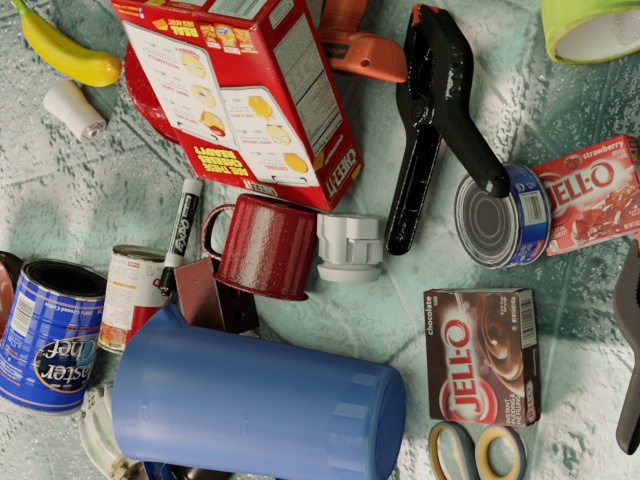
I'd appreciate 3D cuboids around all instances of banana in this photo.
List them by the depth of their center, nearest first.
[{"bbox_3d":[-0.267,-0.200,1.140,0.198,0.069,0.037,32,77,33],"label":"banana"}]

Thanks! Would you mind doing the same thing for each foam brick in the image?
[{"bbox_3d":[-0.102,0.057,1.045,0.051,0.052,0.078,-17,83,34],"label":"foam brick"}]

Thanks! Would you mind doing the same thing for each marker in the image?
[{"bbox_3d":[-0.140,-0.003,1.065,0.020,0.020,0.121,3,74,34],"label":"marker"}]

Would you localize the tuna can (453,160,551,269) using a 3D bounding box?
[{"bbox_3d":[0.145,-0.020,0.863,0.086,0.033,0.086,28,122,55],"label":"tuna can"}]

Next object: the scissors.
[{"bbox_3d":[0.154,0.242,0.899,0.096,0.016,0.202,-32,75,31],"label":"scissors"}]

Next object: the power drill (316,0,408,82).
[{"bbox_3d":[0.054,-0.231,0.900,0.185,0.057,0.188,16,95,52],"label":"power drill"}]

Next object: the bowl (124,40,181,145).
[{"bbox_3d":[-0.144,-0.175,1.063,0.162,0.055,0.162,2,93,35],"label":"bowl"}]

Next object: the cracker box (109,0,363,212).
[{"bbox_3d":[-0.067,-0.135,0.931,0.164,0.213,0.072,17,57,33],"label":"cracker box"}]

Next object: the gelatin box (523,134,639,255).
[{"bbox_3d":[0.212,-0.035,0.840,0.089,0.030,0.073,-19,81,33],"label":"gelatin box"}]

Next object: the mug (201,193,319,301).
[{"bbox_3d":[-0.056,0.001,0.988,0.117,0.093,0.081,17,97,23],"label":"mug"}]

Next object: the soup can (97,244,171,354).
[{"bbox_3d":[-0.188,0.060,1.094,0.069,0.068,0.102,15,99,33],"label":"soup can"}]

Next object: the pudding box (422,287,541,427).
[{"bbox_3d":[0.135,0.096,0.893,0.090,0.039,0.113,-2,90,35],"label":"pudding box"}]

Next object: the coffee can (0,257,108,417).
[{"bbox_3d":[-0.287,0.103,1.142,0.103,0.102,0.140,28,107,30],"label":"coffee can"}]

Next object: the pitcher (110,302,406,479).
[{"bbox_3d":[-0.053,0.159,0.951,0.243,0.149,0.145,7,52,19],"label":"pitcher"}]

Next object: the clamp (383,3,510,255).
[{"bbox_3d":[0.101,-0.102,0.877,0.165,0.036,0.210,-21,65,61],"label":"clamp"}]
